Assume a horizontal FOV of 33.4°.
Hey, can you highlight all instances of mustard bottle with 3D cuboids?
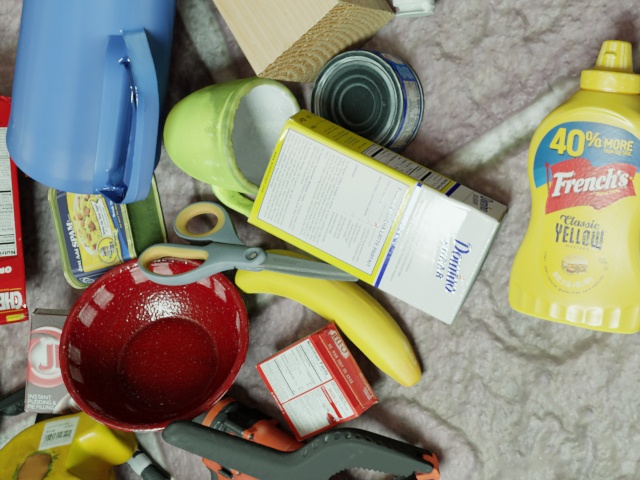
[{"bbox_3d":[0.188,-0.039,0.724,0.096,0.058,0.192,11,100,30],"label":"mustard bottle"}]

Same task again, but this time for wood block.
[{"bbox_3d":[-0.044,-0.234,0.834,0.091,0.090,0.206,-38,74,29],"label":"wood block"}]

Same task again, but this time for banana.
[{"bbox_3d":[0.002,0.052,0.867,0.198,0.037,0.070,23,132,31],"label":"banana"}]

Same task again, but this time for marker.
[{"bbox_3d":[-0.184,0.195,1.005,0.121,0.020,0.020,40,114,23],"label":"marker"}]

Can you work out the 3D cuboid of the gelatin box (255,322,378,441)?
[{"bbox_3d":[-0.004,0.114,0.858,0.089,0.030,0.073,-34,86,48],"label":"gelatin box"}]

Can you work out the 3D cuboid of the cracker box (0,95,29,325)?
[{"bbox_3d":[-0.345,-0.029,1.030,0.164,0.071,0.214,2,97,55],"label":"cracker box"}]

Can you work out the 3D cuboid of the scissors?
[{"bbox_3d":[-0.056,0.001,0.878,0.202,0.016,0.096,-4,48,21],"label":"scissors"}]

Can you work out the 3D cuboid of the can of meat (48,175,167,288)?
[{"bbox_3d":[-0.191,-0.014,0.968,0.084,0.057,0.102,-13,88,30],"label":"can of meat"}]

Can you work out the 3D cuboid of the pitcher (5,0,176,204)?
[{"bbox_3d":[-0.173,-0.156,0.848,0.149,0.145,0.243,21,134,2],"label":"pitcher"}]

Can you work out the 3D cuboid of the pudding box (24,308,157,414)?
[{"bbox_3d":[-0.207,0.110,0.964,0.113,0.039,0.090,4,96,-10],"label":"pudding box"}]

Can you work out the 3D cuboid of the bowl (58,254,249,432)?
[{"bbox_3d":[-0.135,0.094,0.903,0.162,0.055,0.162,-3,61,6],"label":"bowl"}]

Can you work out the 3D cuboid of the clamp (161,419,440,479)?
[{"bbox_3d":[-0.009,0.207,0.839,0.210,0.036,0.164,-6,108,4],"label":"clamp"}]

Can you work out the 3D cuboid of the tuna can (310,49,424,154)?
[{"bbox_3d":[0.035,-0.105,0.829,0.086,0.033,0.086,3,96,32],"label":"tuna can"}]

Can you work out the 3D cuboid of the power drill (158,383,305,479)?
[{"bbox_3d":[-0.095,0.227,0.929,0.185,0.057,0.188,25,107,28],"label":"power drill"}]

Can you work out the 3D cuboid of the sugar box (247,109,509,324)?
[{"bbox_3d":[0.042,-0.019,0.801,0.176,0.048,0.093,27,116,10],"label":"sugar box"}]
